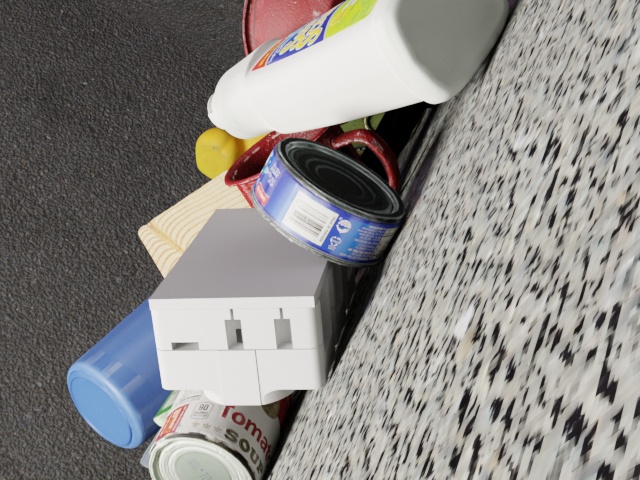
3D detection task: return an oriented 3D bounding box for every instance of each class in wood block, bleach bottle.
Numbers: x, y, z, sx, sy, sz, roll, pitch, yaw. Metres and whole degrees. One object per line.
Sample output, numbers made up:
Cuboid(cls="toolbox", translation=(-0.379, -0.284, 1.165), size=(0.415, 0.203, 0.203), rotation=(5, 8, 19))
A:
Cuboid(cls="wood block", translation=(-0.056, 0.002, 0.874), size=(0.090, 0.091, 0.206), rotation=(-32, -3, 12))
Cuboid(cls="bleach bottle", translation=(-0.001, -0.108, 0.687), size=(0.251, 0.068, 0.102), rotation=(-13, 32, 52))

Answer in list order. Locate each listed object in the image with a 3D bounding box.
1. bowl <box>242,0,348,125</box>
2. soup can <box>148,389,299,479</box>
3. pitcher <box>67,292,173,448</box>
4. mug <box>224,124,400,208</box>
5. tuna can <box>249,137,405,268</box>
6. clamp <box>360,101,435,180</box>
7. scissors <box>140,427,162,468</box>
Cuboid(cls="bowl", translation=(0.020, -0.163, 0.811), size=(0.055, 0.162, 0.162), rotation=(13, 70, 47))
Cuboid(cls="soup can", translation=(-0.056, 0.108, 0.651), size=(0.069, 0.068, 0.102), rotation=(-61, 3, 38))
Cuboid(cls="pitcher", translation=(-0.147, 0.119, 1.154), size=(0.242, 0.149, 0.145), rotation=(-40, -7, -37))
Cuboid(cls="mug", translation=(0.003, -0.038, 0.732), size=(0.117, 0.081, 0.093), rotation=(-21, 22, 33))
Cuboid(cls="tuna can", translation=(0.005, -0.023, 0.610), size=(0.034, 0.086, 0.086), rotation=(-60, 2, 22))
Cuboid(cls="clamp", translation=(0.070, -0.109, 0.804), size=(0.120, 0.039, 0.171), rotation=(-55, -1, 35))
Cuboid(cls="scissors", translation=(-0.132, 0.167, 0.910), size=(0.096, 0.016, 0.202), rotation=(-59, 2, 2))
